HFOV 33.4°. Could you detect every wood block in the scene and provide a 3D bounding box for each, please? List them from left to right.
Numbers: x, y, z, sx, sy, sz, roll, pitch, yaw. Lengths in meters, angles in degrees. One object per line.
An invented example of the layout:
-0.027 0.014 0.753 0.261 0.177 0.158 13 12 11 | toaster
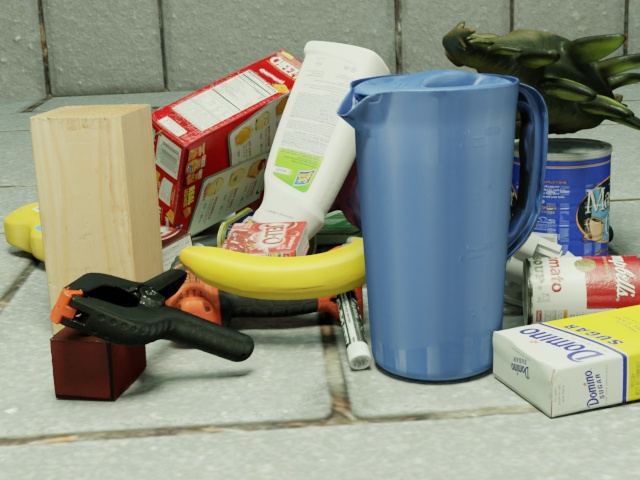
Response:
-0.209 -0.021 1.016 0.090 0.206 0.090 0 15 9 | wood block

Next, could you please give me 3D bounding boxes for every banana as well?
-0.024 0.023 0.932 0.198 0.037 0.069 -8 41 -1 | banana

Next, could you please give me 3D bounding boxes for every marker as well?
0.025 0.061 0.926 0.020 0.020 0.121 -4 42 -7 | marker

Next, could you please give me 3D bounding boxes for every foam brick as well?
-0.181 0.093 0.877 0.053 0.051 0.078 1 15 10 | foam brick

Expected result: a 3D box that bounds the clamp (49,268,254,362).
-0.145 0.052 0.868 0.171 0.039 0.120 16 14 -41 | clamp

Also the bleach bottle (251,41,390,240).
-0.015 -0.090 1.148 0.103 0.250 0.068 15 -17 33 | bleach bottle

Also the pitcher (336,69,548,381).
0.103 -0.017 0.871 0.149 0.243 0.144 3 15 18 | pitcher

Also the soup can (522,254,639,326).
0.234 0.047 0.952 0.102 0.068 0.068 -1 14 7 | soup can

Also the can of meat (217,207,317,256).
-0.058 0.001 1.204 0.084 0.057 0.102 5 16 18 | can of meat

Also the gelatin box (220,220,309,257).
-0.052 0.007 1.005 0.073 0.030 0.089 -2 19 8 | gelatin box

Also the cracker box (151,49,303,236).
-0.108 -0.108 1.230 0.072 0.164 0.213 39 50 21 | cracker box

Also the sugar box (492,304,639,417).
0.234 0.088 0.838 0.176 0.048 0.093 -6 15 -18 | sugar box

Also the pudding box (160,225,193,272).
-0.205 0.020 1.153 0.090 0.039 0.113 11 34 43 | pudding box

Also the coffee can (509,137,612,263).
0.246 -0.029 1.101 0.103 0.140 0.103 -2 14 0 | coffee can

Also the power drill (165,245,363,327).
-0.058 0.045 1.037 0.187 0.057 0.184 -7 18 -6 | power drill

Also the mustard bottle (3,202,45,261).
-0.298 -0.004 1.261 0.096 0.058 0.192 -10 16 -33 | mustard bottle
